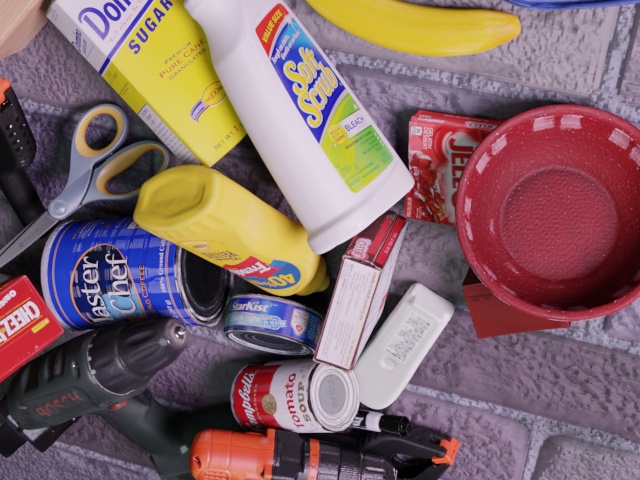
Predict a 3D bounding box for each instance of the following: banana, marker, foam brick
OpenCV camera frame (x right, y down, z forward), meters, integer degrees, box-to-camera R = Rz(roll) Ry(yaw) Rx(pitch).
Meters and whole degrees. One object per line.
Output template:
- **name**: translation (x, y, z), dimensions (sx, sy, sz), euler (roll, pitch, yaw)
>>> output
- **banana**: translation (0.049, -0.179, 0.801), dimensions (0.198, 0.037, 0.070), euler (29, 124, 5)
- **marker**: translation (0.031, 0.164, 0.986), dimensions (0.121, 0.020, 0.020), euler (4, 119, 36)
- **foam brick**: translation (0.162, 0.041, 0.867), dimensions (0.078, 0.051, 0.053), euler (-9, 112, 25)

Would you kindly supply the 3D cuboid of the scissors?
- **scissors**: translation (-0.230, -0.049, 0.937), dimensions (0.201, 0.016, 0.096), euler (-25, 90, -3)

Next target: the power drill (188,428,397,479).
- **power drill**: translation (-0.036, 0.240, 0.992), dimensions (0.184, 0.057, 0.188), euler (10, 139, -5)

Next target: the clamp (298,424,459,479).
- **clamp**: translation (0.045, 0.204, 1.008), dimensions (0.172, 0.039, 0.120), euler (-28, 113, 32)

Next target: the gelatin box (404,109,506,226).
- **gelatin box**: translation (0.107, -0.056, 0.849), dimensions (0.073, 0.030, 0.089), euler (10, 120, 16)

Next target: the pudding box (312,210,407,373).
- **pudding box**: translation (0.034, 0.040, 0.894), dimensions (0.039, 0.090, 0.114), euler (19, 122, 10)

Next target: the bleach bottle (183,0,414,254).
- **bleach bottle**: translation (-0.033, -0.119, 0.818), dimensions (0.068, 0.102, 0.251), euler (-30, 96, 45)

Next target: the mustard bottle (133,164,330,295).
- **mustard bottle**: translation (-0.056, 0.002, 0.884), dimensions (0.096, 0.058, 0.191), euler (-6, 155, 39)

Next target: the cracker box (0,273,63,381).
- **cracker box**: translation (-0.348, 0.102, 0.981), dimensions (0.214, 0.164, 0.072), euler (-3, 122, 59)

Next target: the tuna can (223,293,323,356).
- **tuna can**: translation (-0.042, 0.076, 0.946), dimensions (0.086, 0.033, 0.086), euler (11, 163, 3)

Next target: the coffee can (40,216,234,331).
- **coffee can**: translation (-0.163, 0.028, 0.956), dimensions (0.140, 0.102, 0.103), euler (-4, 115, 23)

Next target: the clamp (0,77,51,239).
- **clamp**: translation (-0.288, -0.080, 0.944), dimensions (0.164, 0.036, 0.210), euler (42, 152, -9)

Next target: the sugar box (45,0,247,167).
- **sugar box**: translation (-0.123, -0.147, 0.850), dimensions (0.176, 0.093, 0.048), euler (48, 157, -10)

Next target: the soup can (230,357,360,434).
- **soup can**: translation (-0.023, 0.141, 0.968), dimensions (0.102, 0.068, 0.068), euler (-11, 113, 43)

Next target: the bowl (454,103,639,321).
- **bowl**: translation (0.181, -0.018, 0.799), dimensions (0.162, 0.055, 0.162), euler (-1, 81, 6)
